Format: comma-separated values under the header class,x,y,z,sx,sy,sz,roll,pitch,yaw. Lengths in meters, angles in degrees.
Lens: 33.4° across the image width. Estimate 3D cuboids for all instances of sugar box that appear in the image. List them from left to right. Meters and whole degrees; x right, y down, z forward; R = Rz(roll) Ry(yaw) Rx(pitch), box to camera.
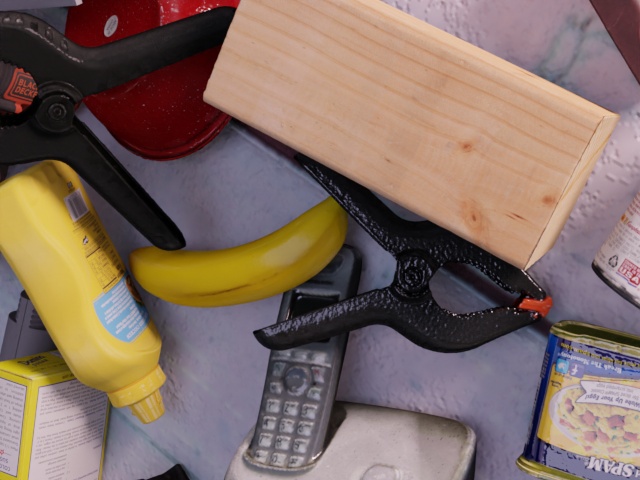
class,x,y,z,sx,sy,sz,roll,pitch,yaw
sugar box,-0.199,0.170,0.761,0.048,0.093,0.176,15,99,27

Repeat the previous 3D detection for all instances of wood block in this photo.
class,x,y,z,sx,sy,sz,roll,pitch,yaw
wood block,0.051,-0.076,0.605,0.206,0.090,0.090,29,106,16

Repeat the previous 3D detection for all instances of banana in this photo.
class,x,y,z,sx,sy,sz,roll,pitch,yaw
banana,-0.055,0.013,0.696,0.198,0.069,0.037,-17,127,30

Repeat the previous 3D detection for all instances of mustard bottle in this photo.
class,x,y,z,sx,sy,sz,roll,pitch,yaw
mustard bottle,-0.157,0.039,0.724,0.058,0.096,0.191,-25,101,11

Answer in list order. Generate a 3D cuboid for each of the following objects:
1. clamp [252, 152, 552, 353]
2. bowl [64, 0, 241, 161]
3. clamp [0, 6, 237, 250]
class,x,y,z,sx,sy,sz,roll,pitch,yaw
clamp,0.045,0.029,0.626,0.171,0.039,0.120,22,97,6
bowl,-0.119,-0.135,0.709,0.162,0.055,0.162,-2,87,36
clamp,-0.150,-0.091,0.641,0.165,0.209,0.036,-64,23,19
